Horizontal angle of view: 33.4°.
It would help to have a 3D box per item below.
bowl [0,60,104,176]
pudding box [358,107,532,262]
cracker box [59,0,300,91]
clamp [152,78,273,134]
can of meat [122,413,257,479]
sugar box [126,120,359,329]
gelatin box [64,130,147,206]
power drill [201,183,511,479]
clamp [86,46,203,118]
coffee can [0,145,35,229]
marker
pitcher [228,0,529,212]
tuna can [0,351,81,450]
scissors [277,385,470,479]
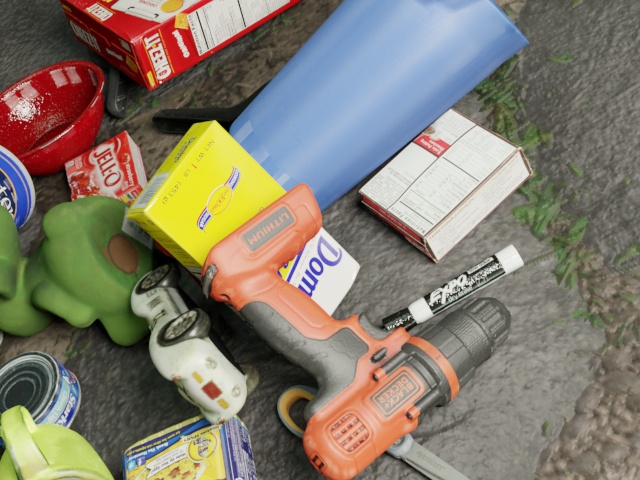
[{"bbox_3d":[-0.287,-0.118,1.119,0.162,0.055,0.162,-16,41,14],"label":"bowl"},{"bbox_3d":[0.101,-0.047,0.874,0.113,0.039,0.090,-43,47,-7],"label":"pudding box"},{"bbox_3d":[-0.141,-0.259,1.122,0.213,0.072,0.164,-35,46,-20],"label":"cracker box"},{"bbox_3d":[-0.065,-0.096,1.003,0.210,0.036,0.164,-19,48,14],"label":"clamp"},{"bbox_3d":[-0.095,0.182,0.783,0.102,0.057,0.084,-24,45,9],"label":"can of meat"},{"bbox_3d":[-0.055,0.001,0.824,0.093,0.176,0.048,-55,24,-19],"label":"sugar box"},{"bbox_3d":[-0.211,-0.059,1.057,0.073,0.030,0.089,-27,47,6],"label":"gelatin box"},{"bbox_3d":[0.021,0.050,0.758,0.184,0.057,0.188,-36,73,-26],"label":"power drill"},{"bbox_3d":[-0.199,-0.212,1.168,0.120,0.039,0.171,-27,51,-5],"label":"clamp"},{"bbox_3d":[-0.341,-0.020,0.985,0.103,0.103,0.140,-12,25,20],"label":"coffee can"},{"bbox_3d":[0.098,0.041,0.817,0.121,0.020,0.020,-31,46,3],"label":"marker"},{"bbox_3d":[0.046,-0.133,0.892,0.243,0.149,0.145,-42,32,17],"label":"pitcher"},{"bbox_3d":[-0.251,0.139,0.917,0.086,0.033,0.086,-15,49,17],"label":"tuna can"},{"bbox_3d":[0.059,0.128,0.771,0.202,0.016,0.096,11,60,34],"label":"scissors"}]
